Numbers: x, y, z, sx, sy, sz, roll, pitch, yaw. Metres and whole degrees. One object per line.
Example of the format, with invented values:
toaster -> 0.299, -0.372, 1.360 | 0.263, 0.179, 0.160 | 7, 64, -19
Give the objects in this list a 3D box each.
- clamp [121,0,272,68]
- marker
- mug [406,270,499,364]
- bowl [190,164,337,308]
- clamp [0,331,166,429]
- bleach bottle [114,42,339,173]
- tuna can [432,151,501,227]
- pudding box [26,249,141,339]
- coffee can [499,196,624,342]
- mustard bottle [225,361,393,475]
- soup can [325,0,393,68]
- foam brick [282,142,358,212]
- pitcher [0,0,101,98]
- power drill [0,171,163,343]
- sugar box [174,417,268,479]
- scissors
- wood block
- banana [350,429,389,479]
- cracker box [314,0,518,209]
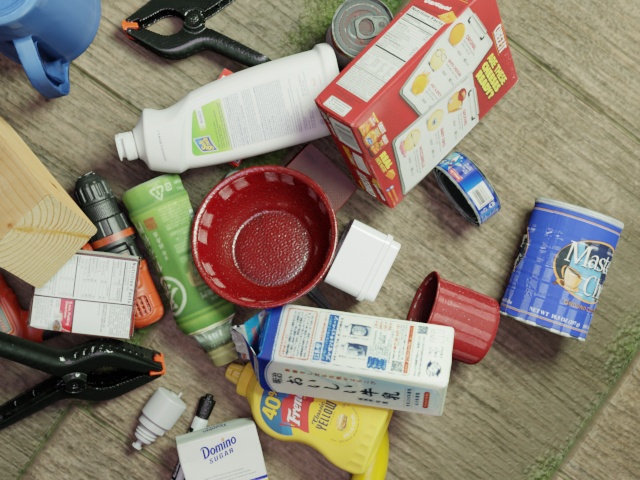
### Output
clamp -> -0.134, -0.235, 1.202 | 0.171, 0.039, 0.120 | -14, 74, 0
marker -> -0.148, 0.234, 1.229 | 0.020, 0.020, 0.121 | 20, 90, -4
mug -> 0.146, 0.101, 1.217 | 0.081, 0.093, 0.117 | 20, 121, -9
bowl -> -0.058, 0.001, 1.171 | 0.162, 0.055, 0.162 | -2, 74, 8
clamp -> -0.278, 0.141, 1.175 | 0.210, 0.165, 0.036 | -9, 48, -9
bleach bottle -> -0.101, -0.138, 1.165 | 0.250, 0.068, 0.102 | -14, 100, -6
tuna can -> 0.166, -0.059, 1.207 | 0.033, 0.086, 0.086 | -37, 94, -4
pudding box -> -0.255, 0.056, 1.153 | 0.113, 0.039, 0.090 | 7, 92, -10
coffee can -> 0.271, 0.032, 1.209 | 0.102, 0.103, 0.140 | 18, 91, -4
mustard bottle -> -0.020, 0.183, 1.202 | 0.192, 0.058, 0.096 | 22, 88, 15
soup can -> 0.042, -0.228, 1.185 | 0.068, 0.102, 0.068 | 0, 92, -4
foam brick -> -0.004, -0.067, 1.213 | 0.078, 0.051, 0.053 | 44, 88, -4
pitcher -> -0.306, -0.245, 1.091 | 0.149, 0.243, 0.145 | 33, 91, -3
power drill -> -0.290, 0.037, 1.194 | 0.187, 0.057, 0.184 | -23, 93, -3
sugar box -> -0.101, 0.297, 1.213 | 0.093, 0.048, 0.176 | -13, 96, -9
scissors -> -0.071, 0.017, 1.229 | 0.096, 0.016, 0.202 | -27, 93, -1
wood block -> -0.337, -0.058, 1.119 | 0.090, 0.090, 0.206 | -45, 57, -1
banana -> 0.046, 0.234, 1.233 | 0.069, 0.037, 0.198 | 6, 91, -4
cracker box -> 0.106, -0.163, 1.150 | 0.213, 0.164, 0.072 | -46, 55, -9
